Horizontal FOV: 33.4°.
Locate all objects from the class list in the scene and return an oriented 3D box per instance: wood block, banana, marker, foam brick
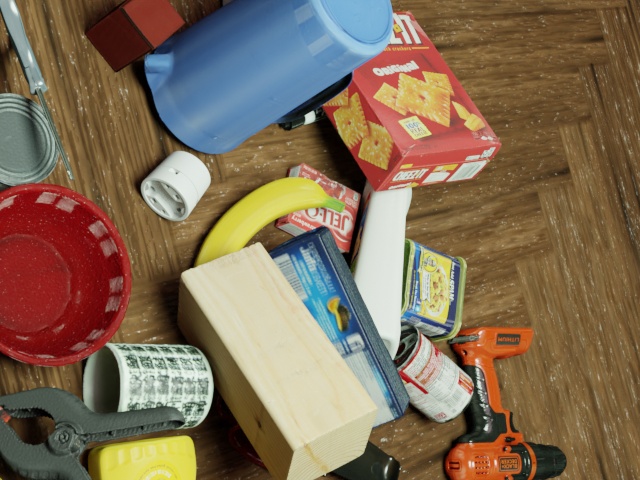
[{"bbox_3d":[-0.046,0.115,0.991,0.090,0.091,0.206,-22,58,-25],"label":"wood block"},{"bbox_3d":[-0.066,-0.014,1.097,0.197,0.037,0.070,-34,70,-23],"label":"banana"},{"bbox_3d":[0.001,-0.147,1.213,0.120,0.020,0.020,-24,95,-40],"label":"marker"},{"bbox_3d":[-0.182,-0.208,1.044,0.051,0.078,0.053,52,55,-17],"label":"foam brick"}]

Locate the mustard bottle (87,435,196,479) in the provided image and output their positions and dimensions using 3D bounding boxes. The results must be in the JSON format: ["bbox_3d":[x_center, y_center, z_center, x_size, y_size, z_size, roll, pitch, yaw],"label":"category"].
[{"bbox_3d":[-0.152,0.276,0.960,0.096,0.058,0.191,-1,80,-38],"label":"mustard bottle"}]

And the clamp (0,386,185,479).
[{"bbox_3d":[-0.201,0.164,0.895,0.171,0.039,0.120,28,61,14],"label":"clamp"}]

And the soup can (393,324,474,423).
[{"bbox_3d":[0.116,0.151,1.201,0.102,0.069,0.068,42,56,-24],"label":"soup can"}]

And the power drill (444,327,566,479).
[{"bbox_3d":[0.223,0.199,1.281,0.184,0.057,0.187,6,75,-38],"label":"power drill"}]

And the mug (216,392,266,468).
[{"bbox_3d":[-0.046,0.170,1.062,0.117,0.093,0.081,21,56,3],"label":"mug"}]

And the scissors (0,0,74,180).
[{"bbox_3d":[-0.256,-0.156,0.937,0.016,0.096,0.202,-21,64,-12],"label":"scissors"}]

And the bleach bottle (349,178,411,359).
[{"bbox_3d":[0.065,0.009,1.188,0.068,0.103,0.250,10,61,-2],"label":"bleach bottle"}]

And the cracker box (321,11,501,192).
[{"bbox_3d":[0.083,-0.163,1.199,0.163,0.072,0.214,-10,60,-40],"label":"cracker box"}]

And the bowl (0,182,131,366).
[{"bbox_3d":[-0.251,0.033,0.943,0.161,0.055,0.162,11,73,-37],"label":"bowl"}]

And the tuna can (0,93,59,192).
[{"bbox_3d":[-0.281,-0.087,0.962,0.086,0.034,0.086,10,73,-37],"label":"tuna can"}]

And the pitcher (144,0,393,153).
[{"bbox_3d":[-0.040,-0.183,1.044,0.145,0.243,0.149,58,45,-11],"label":"pitcher"}]

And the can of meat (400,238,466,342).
[{"bbox_3d":[0.116,0.056,1.232,0.083,0.058,0.102,21,66,-31],"label":"can of meat"}]

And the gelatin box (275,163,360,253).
[{"bbox_3d":[-0.001,-0.033,1.176,0.089,0.030,0.073,27,63,-31],"label":"gelatin box"}]
